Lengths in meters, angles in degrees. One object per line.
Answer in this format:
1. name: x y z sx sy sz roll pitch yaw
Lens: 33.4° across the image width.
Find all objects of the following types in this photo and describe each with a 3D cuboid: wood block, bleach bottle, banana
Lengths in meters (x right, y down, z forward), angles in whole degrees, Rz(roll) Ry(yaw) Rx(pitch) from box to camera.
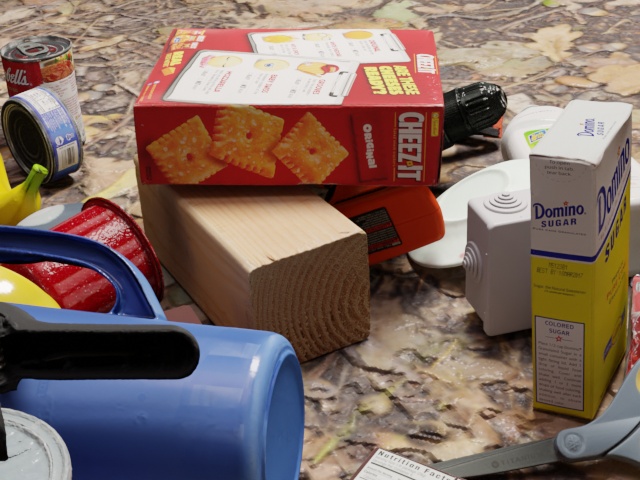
1. wood block: -0.055 0.000 0.790 0.090 0.090 0.206 -18 34 -23
2. bleach bottle: 0.215 -0.057 0.892 0.102 0.068 0.251 -6 28 -1
3. banana: -0.270 -0.041 0.909 0.037 0.069 0.198 29 -4 -33

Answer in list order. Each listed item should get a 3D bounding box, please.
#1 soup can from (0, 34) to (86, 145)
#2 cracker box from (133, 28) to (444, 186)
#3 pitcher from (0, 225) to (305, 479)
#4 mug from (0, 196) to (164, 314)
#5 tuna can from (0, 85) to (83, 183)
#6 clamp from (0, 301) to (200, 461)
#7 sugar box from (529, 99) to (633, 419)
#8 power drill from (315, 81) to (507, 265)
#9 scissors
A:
1. soup can: -0.269 -0.141 1.042 0.068 0.102 0.068 -2 30 1
2. cracker box: -0.019 -0.102 0.804 0.213 0.072 0.164 1 30 3
3. pitcher: -0.135 0.087 0.581 0.243 0.149 0.145 2 30 12
4. mug: -0.164 0.037 0.754 0.081 0.093 0.117 -34 78 -35
5. tuna can: -0.256 -0.096 0.980 0.086 0.086 0.033 24 41 39
6. clamp: -0.142 0.051 0.491 0.120 0.039 0.172 -8 17 -44
7. sugar box: 0.163 0.011 0.662 0.048 0.176 0.093 10 32 26
8. power drill: 0.065 -0.057 0.866 0.185 0.057 0.187 -21 24 19
9. scissors: 0.156 0.102 0.630 0.202 0.016 0.096 2 64 9
